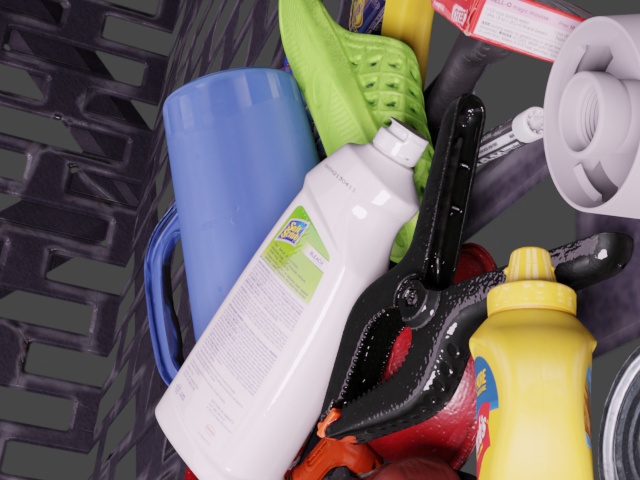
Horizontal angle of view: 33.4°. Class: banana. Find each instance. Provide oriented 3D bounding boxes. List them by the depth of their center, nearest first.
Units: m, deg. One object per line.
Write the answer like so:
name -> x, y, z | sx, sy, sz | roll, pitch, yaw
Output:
banana -> 0.070, -0.155, 0.810 | 0.070, 0.037, 0.198 | -113, 18, -45

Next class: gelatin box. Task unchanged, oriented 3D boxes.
gelatin box -> 0.112, -0.121, 0.587 | 0.073, 0.089, 0.030 | -111, 38, -65

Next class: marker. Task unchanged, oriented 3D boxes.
marker -> 0.109, -0.061, 0.679 | 0.121, 0.020, 0.020 | 154, 128, -71

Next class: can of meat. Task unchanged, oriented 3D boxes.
can of meat -> 0.064, -0.223, 0.913 | 0.084, 0.057, 0.102 | 135, 145, -66

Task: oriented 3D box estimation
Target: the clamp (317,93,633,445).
clamp -> 0.069, 0.037, 0.583 | 0.210, 0.036, 0.165 | -60, 35, 12

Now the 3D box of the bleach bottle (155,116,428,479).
bleach bottle -> -0.006, 0.039, 0.675 | 0.103, 0.068, 0.251 | 43, 106, 38

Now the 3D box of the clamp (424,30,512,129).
clamp -> 0.111, -0.159, 0.723 | 0.172, 0.039, 0.120 | 134, 142, -66

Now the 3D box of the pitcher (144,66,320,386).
pitcher -> -0.055, 0.001, 0.814 | 0.145, 0.149, 0.243 | 149, 110, -66

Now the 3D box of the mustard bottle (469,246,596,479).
mustard bottle -> 0.095, 0.095, 0.474 | 0.096, 0.058, 0.191 | 68, -156, -67

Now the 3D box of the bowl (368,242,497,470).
bowl -> 0.056, 0.074, 0.681 | 0.162, 0.055, 0.162 | -166, 90, -75
